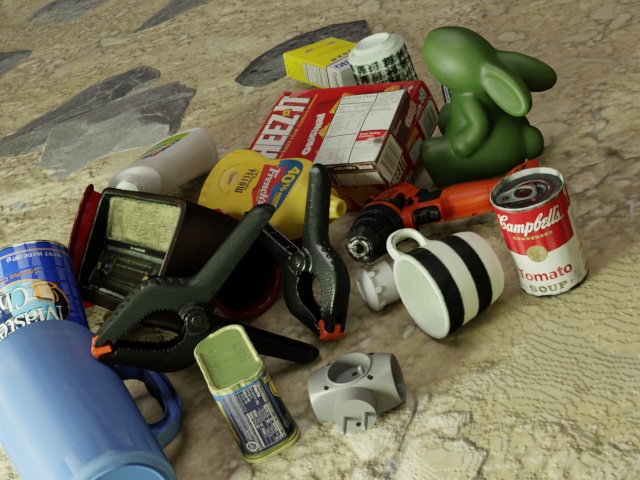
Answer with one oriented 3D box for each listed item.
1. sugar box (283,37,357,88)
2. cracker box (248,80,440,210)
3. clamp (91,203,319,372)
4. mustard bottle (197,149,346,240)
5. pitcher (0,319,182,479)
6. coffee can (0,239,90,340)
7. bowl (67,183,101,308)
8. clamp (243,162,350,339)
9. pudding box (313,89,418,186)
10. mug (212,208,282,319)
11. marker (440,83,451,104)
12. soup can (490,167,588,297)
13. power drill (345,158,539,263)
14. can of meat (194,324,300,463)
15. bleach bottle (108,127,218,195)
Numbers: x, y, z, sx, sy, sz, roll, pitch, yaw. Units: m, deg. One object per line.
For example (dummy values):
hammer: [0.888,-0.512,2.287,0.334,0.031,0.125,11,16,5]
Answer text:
sugar box: [0.027,-0.260,1.580,0.093,0.048,0.176,-24,25,-23]
cracker box: [0.018,-0.115,1.303,0.214,0.072,0.164,1,48,35]
clamp: [-0.115,0.059,1.002,0.210,0.164,0.036,-12,16,-7]
mustard bottle: [-0.046,-0.046,1.162,0.192,0.058,0.096,12,63,44]
pitcher: [-0.210,0.176,0.969,0.149,0.144,0.243,-50,36,-3]
coffee can: [-0.300,0.085,1.132,0.103,0.102,0.140,-22,67,3]
bowl: [-0.267,0.016,1.277,0.055,0.162,0.162,12,31,-5]
clamp: [-0.008,0.012,1.058,0.039,0.171,0.120,-6,-30,-45]
pudding box: [0.050,-0.114,1.191,0.090,0.039,0.113,-2,51,36]
mug: [-0.103,0.022,1.151,0.093,0.117,0.082,-25,21,-31]
marker: [0.170,-0.182,1.385,0.020,0.020,0.121,-17,29,11]
soup can: [0.202,-0.007,0.982,0.068,0.102,0.068,-18,29,10]
power drill: [0.128,-0.030,1.086,0.188,0.057,0.184,-8,16,22]
can of meat: [-0.069,0.136,0.963,0.057,0.084,0.102,-28,29,-7]
bleach bottle: [-0.207,-0.088,1.380,0.103,0.068,0.250,-21,10,11]
